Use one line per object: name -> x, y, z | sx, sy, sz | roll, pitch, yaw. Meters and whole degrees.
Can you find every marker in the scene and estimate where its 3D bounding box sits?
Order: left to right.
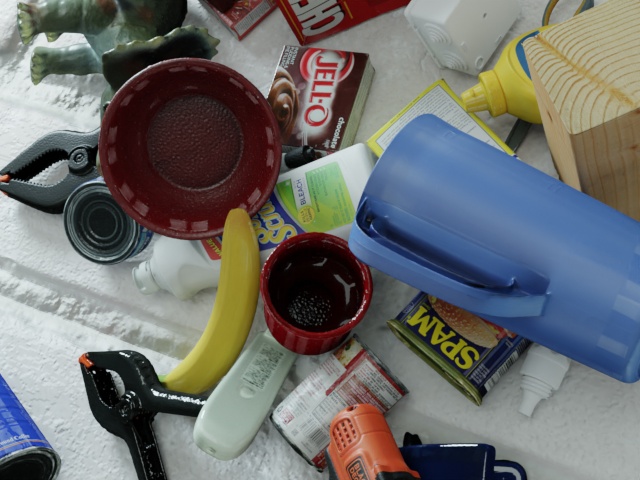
marker -> -0.056, -0.068, 1.020 | 0.121, 0.020, 0.020 | -15, 63, 33

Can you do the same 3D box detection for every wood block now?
wood block -> 0.230, -0.088, 0.841 | 0.090, 0.206, 0.091 | -24, 63, 8

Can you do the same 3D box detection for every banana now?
banana -> -0.094, 0.069, 0.953 | 0.069, 0.037, 0.198 | 31, 106, 8

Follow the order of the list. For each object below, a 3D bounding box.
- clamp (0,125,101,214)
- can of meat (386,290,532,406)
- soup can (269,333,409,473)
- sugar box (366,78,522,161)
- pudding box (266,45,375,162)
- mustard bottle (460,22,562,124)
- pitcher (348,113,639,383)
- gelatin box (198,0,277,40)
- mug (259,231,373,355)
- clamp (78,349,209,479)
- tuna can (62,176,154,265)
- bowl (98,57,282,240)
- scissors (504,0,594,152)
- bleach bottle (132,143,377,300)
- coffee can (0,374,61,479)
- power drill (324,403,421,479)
clamp -> -0.234, -0.070, 1.093 | 0.210, 0.036, 0.164 | -18, 63, 7
can of meat -> 0.122, 0.074, 0.897 | 0.084, 0.057, 0.102 | -47, 61, -6
soup can -> 0.015, 0.137, 0.900 | 0.102, 0.068, 0.069 | -43, 61, -2
sugar box -> 0.130, -0.055, 0.952 | 0.093, 0.048, 0.176 | -41, 63, 6
pudding box -> -0.005, -0.132, 1.037 | 0.090, 0.039, 0.113 | 9, 72, 21
mustard bottle -> 0.216, -0.150, 0.930 | 0.191, 0.058, 0.096 | -19, 54, 4
pitcher -> 0.148, 0.011, 0.808 | 0.243, 0.145, 0.149 | 28, 77, 26
gelatin box -> -0.088, -0.266, 1.129 | 0.073, 0.030, 0.089 | -42, 61, -2
mug -> 0.002, 0.042, 0.912 | 0.093, 0.081, 0.117 | 43, 72, 11
clamp -> -0.155, 0.147, 0.959 | 0.120, 0.039, 0.172 | -50, 62, 14
tuna can -> -0.206, -0.020, 1.040 | 0.086, 0.033, 0.086 | 4, 103, 16
bowl -> -0.115, -0.084, 0.959 | 0.162, 0.055, 0.162 | 0, 103, -2
scissors -> 0.227, -0.143, 0.974 | 0.096, 0.016, 0.201 | 13, 79, 18
bleach bottle -> -0.056, 0.001, 0.988 | 0.251, 0.068, 0.102 | -22, 63, 12
coffee can -> -0.319, 0.178, 0.980 | 0.103, 0.102, 0.140 | -44, 61, -2
power drill -> 0.012, 0.246, 0.815 | 0.188, 0.057, 0.184 | -44, 46, 24
